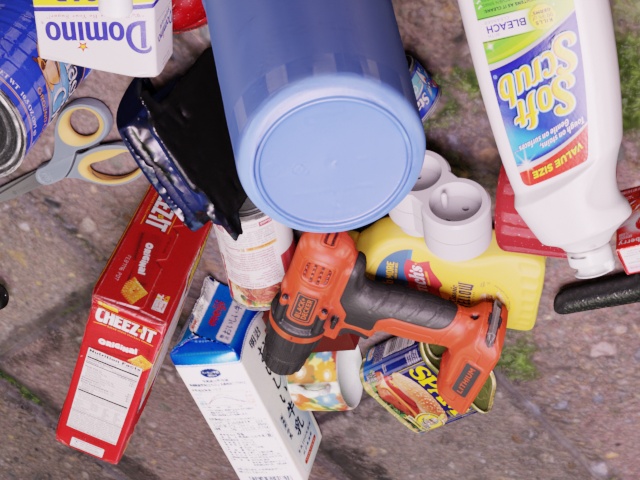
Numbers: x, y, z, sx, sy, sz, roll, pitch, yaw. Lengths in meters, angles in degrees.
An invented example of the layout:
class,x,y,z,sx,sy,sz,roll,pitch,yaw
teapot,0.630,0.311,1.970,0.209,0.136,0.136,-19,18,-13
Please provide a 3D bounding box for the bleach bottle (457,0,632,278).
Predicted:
class,x,y,z,sx,sy,sz,roll,pitch,yaw
bleach bottle,0.163,-0.097,0.719,0.103,0.068,0.251,-11,103,29

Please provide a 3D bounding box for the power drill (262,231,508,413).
class,x,y,z,sx,sy,sz,roll,pitch,yaw
power drill,0.048,0.079,0.895,0.187,0.057,0.185,20,139,-1

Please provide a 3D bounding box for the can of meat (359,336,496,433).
class,x,y,z,sx,sy,sz,roll,pitch,yaw
can of meat,0.099,0.129,0.999,0.084,0.057,0.102,-30,116,37

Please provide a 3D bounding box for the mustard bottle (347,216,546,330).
class,x,y,z,sx,sy,sz,roll,pitch,yaw
mustard bottle,0.092,0.022,0.907,0.192,0.058,0.096,10,142,11

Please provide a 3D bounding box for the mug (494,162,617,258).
class,x,y,z,sx,sy,sz,roll,pitch,yaw
mug,0.181,-0.040,0.815,0.082,0.093,0.117,6,100,19

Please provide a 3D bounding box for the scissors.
class,x,y,z,sx,sy,sz,roll,pitch,yaw
scissors,-0.247,-0.077,0.960,0.202,0.016,0.096,-5,126,21

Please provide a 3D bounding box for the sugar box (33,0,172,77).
class,x,y,z,sx,sy,sz,roll,pitch,yaw
sugar box,-0.151,-0.199,0.727,0.093,0.048,0.176,11,131,7

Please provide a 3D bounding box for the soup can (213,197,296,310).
class,x,y,z,sx,sy,sz,roll,pitch,yaw
soup can,-0.056,0.001,0.931,0.068,0.068,0.102,2,129,16

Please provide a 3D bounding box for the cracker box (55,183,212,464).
class,x,y,z,sx,sy,sz,roll,pitch,yaw
cracker box,-0.167,0.072,0.962,0.072,0.164,0.214,21,133,-4

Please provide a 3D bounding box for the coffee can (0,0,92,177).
class,x,y,z,sx,sy,sz,roll,pitch,yaw
coffee can,-0.246,-0.129,0.830,0.103,0.140,0.103,9,131,10

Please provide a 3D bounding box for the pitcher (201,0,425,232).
class,x,y,z,sx,sy,sz,roll,pitch,yaw
pitcher,-0.006,-0.109,0.690,0.149,0.243,0.145,33,118,-30
